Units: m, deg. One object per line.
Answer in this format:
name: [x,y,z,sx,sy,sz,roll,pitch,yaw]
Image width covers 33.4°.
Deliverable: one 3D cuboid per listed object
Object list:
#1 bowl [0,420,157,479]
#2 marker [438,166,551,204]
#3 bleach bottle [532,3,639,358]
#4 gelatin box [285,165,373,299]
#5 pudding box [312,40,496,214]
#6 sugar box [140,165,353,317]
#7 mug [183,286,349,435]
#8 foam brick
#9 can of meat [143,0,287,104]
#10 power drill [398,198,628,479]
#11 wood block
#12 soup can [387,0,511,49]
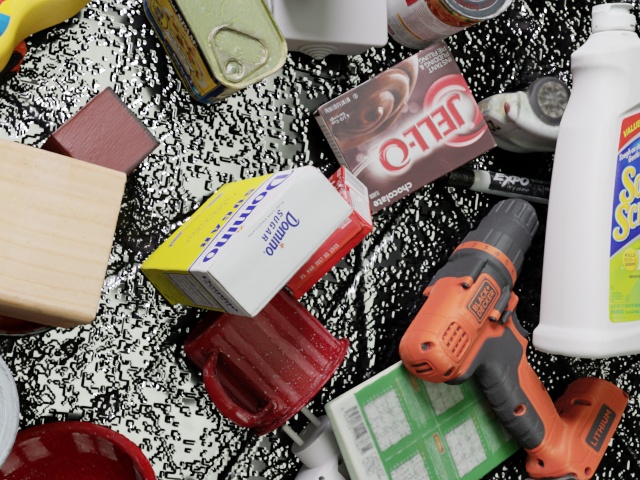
bowl: [-0.171,0.197,0.675,0.162,0.162,0.055,-37,140,-19]
marker: [0.149,-0.044,0.858,0.121,0.020,0.020,8,84,-20]
bleach bottle: [0.206,-0.045,0.776,0.102,0.068,0.251,-2,93,-39]
gelatin box: [0.000,-0.008,0.749,0.073,0.089,0.030,-42,106,15]
pudding box: [0.063,-0.085,0.807,0.113,0.039,0.090,-29,97,-5]
sugar box: [-0.055,0.001,0.694,0.048,0.176,0.093,47,73,-12]
mug: [-0.045,0.080,0.733,0.081,0.093,0.117,46,36,-8]
foam brick: [-0.150,-0.062,0.715,0.051,0.078,0.053,48,70,-11]
can of meat: [-0.077,-0.150,0.744,0.057,0.084,0.102,-30,97,-20]
power drill: [0.158,0.082,0.823,0.187,0.057,0.184,49,55,-14]
wood block: [-0.227,-0.016,0.602,0.205,0.091,0.090,15,78,-23]
soup can: [0.092,-0.186,0.801,0.068,0.102,0.068,1,86,-21]
